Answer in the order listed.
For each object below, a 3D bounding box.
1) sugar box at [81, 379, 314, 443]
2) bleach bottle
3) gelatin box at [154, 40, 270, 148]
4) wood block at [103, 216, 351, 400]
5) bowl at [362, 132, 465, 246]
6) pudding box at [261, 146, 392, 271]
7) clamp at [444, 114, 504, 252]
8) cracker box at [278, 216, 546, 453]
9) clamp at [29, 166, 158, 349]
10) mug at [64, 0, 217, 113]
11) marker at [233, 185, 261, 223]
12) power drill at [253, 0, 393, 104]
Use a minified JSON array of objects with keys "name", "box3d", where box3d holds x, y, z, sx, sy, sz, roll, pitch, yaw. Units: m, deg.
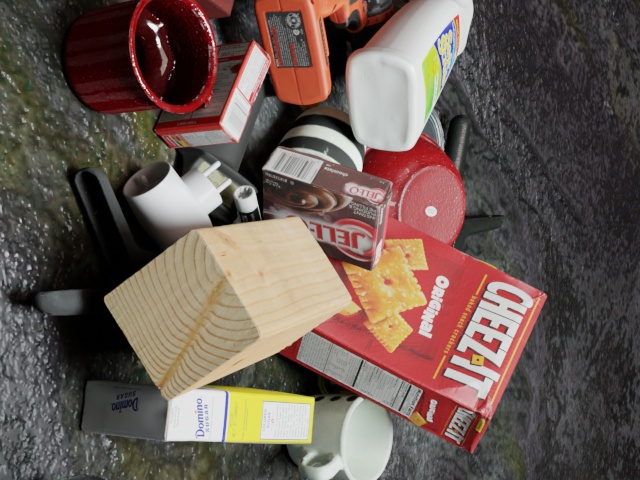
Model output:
[{"name":"sugar box","box3d":[-0.093,0.137,0.854,0.176,0.094,0.048,19,73,-53]},{"name":"bleach bottle","box3d":[0.098,-0.189,1.017,0.250,0.068,0.102,-58,152,-46]},{"name":"gelatin box","box3d":[-0.088,-0.121,0.882,0.030,0.073,0.089,47,53,-44]},{"name":"wood block","box3d":[-0.062,0.046,0.826,0.090,0.091,0.205,57,18,7]},{"name":"bowl","box3d":[0.099,-0.035,1.112,0.161,0.055,0.162,-7,102,-35]},{"name":"pudding box","box3d":[0.005,-0.028,0.951,0.090,0.113,0.039,93,23,-50]},{"name":"clamp","box3d":[0.146,-0.034,1.231,0.209,0.036,0.164,-47,127,-40]},{"name":"cracker box","box3d":[0.083,0.073,1.001,0.164,0.214,0.072,-56,168,-38]},{"name":"clamp","box3d":[-0.154,0.040,0.817,0.171,0.039,0.120,55,47,-38]},{"name":"mug","box3d":[-0.132,-0.134,0.816,0.117,0.082,0.093,35,61,-48]},{"name":"marker","box3d":[-0.056,0.001,0.941,0.020,0.020,0.121,-58,151,-36]},{"name":"power drill","box3d":[0.014,-0.197,0.975,0.187,0.057,0.184,-54,137,-49]}]
